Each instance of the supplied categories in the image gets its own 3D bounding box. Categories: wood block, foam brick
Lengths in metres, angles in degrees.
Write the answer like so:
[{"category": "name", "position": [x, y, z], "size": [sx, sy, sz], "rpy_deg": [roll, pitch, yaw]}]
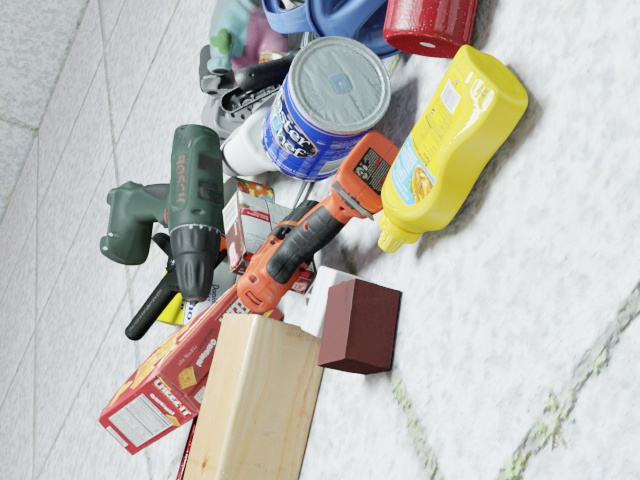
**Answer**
[{"category": "wood block", "position": [-0.069, 0.185, 1.087], "size": [0.091, 0.090, 0.206], "rpy_deg": [-5, 69, 63]}, {"category": "foam brick", "position": [0.036, 0.080, 0.979], "size": [0.053, 0.051, 0.078], "rpy_deg": [-22, 55, 59]}]

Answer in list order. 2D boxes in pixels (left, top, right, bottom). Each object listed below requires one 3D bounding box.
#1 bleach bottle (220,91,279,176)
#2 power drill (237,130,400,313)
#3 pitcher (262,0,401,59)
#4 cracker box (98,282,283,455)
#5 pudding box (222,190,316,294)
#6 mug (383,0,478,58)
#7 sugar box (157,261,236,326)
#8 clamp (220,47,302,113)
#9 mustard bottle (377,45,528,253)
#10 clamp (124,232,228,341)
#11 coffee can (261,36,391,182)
[{"category": "bleach bottle", "position": [-0.082, -0.116, 1.315], "size": [0.102, 0.068, 0.251], "rpy_deg": [-48, 10, -18]}, {"category": "power drill", "position": [0.006, -0.025, 1.066], "size": [0.188, 0.057, 0.184], "rpy_deg": [-45, 8, 37]}, {"category": "pitcher", "position": [0.023, -0.296, 1.155], "size": [0.145, 0.149, 0.243], "rpy_deg": [-61, 23, 23]}, {"category": "cracker box", "position": [-0.156, 0.148, 1.238], "size": [0.164, 0.072, 0.214], "rpy_deg": [-49, 7, -36]}, {"category": "pudding box", "position": [-0.058, 0.001, 1.187], "size": [0.039, 0.090, 0.113], "rpy_deg": [-54, 29, 32]}, {"category": "mug", "position": [0.105, -0.218, 1.002], "size": [0.117, 0.093, 0.081], "rpy_deg": [39, -119, -82]}, {"category": "sugar box", "position": [-0.172, 0.072, 1.439], "size": [0.176, 0.048, 0.093], "rpy_deg": [-5, 70, 66]}, {"category": "clamp", "position": [-0.033, -0.185, 1.167], "size": [0.120, 0.171, 0.039], "rpy_deg": [-11, 100, 66]}, {"category": "mustard bottle", "position": [0.102, -0.067, 0.925], "size": [0.192, 0.058, 0.096], "rpy_deg": [-59, 30, 27]}, {"category": "clamp", "position": [-0.185, 0.043, 1.381], "size": [0.210, 0.036, 0.164], "rpy_deg": [-20, 49, 51]}, {"category": "coffee can", "position": [0.003, -0.131, 1.094], "size": [0.140, 0.102, 0.103], "rpy_deg": [130, 150, -67]}]
